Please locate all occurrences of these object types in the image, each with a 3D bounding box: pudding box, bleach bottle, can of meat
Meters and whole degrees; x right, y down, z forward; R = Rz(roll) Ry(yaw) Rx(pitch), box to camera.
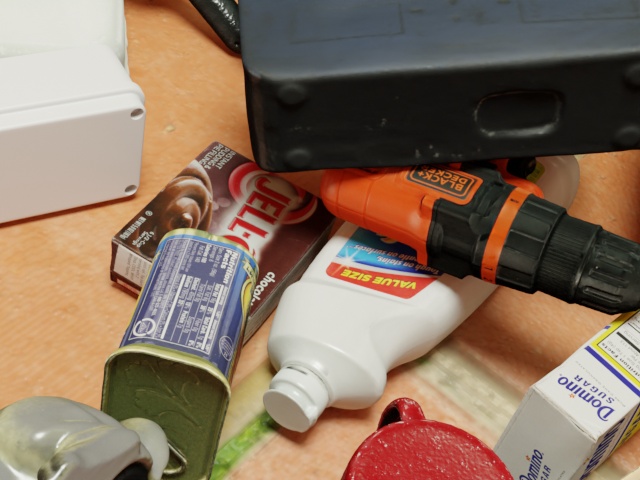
[{"bbox_3d":[-0.054,0.001,0.617,0.090,0.039,0.113,29,47,11],"label":"pudding box"},{"bbox_3d":[0.055,0.019,0.616,0.103,0.068,0.250,28,49,17],"label":"bleach bottle"},{"bbox_3d":[-0.067,0.057,0.519,0.057,0.102,0.084,15,44,-1],"label":"can of meat"}]

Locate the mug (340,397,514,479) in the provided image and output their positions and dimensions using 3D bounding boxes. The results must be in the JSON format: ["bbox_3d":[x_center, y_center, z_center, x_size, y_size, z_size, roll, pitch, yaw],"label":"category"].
[{"bbox_3d":[0.042,0.127,0.498,0.093,0.082,0.117,7,47,-9],"label":"mug"}]

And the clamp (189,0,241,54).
[{"bbox_3d":[-0.103,-0.204,0.751,0.171,0.039,0.120,24,37,-37],"label":"clamp"}]

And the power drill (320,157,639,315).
[{"bbox_3d":[0.118,-0.050,0.600,0.185,0.057,0.187,22,49,19],"label":"power drill"}]
